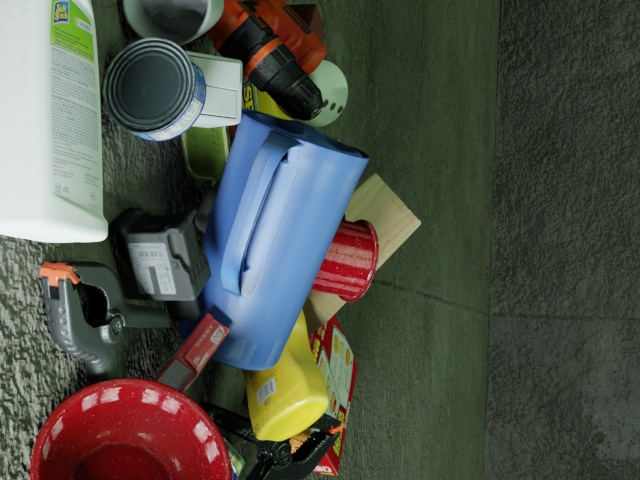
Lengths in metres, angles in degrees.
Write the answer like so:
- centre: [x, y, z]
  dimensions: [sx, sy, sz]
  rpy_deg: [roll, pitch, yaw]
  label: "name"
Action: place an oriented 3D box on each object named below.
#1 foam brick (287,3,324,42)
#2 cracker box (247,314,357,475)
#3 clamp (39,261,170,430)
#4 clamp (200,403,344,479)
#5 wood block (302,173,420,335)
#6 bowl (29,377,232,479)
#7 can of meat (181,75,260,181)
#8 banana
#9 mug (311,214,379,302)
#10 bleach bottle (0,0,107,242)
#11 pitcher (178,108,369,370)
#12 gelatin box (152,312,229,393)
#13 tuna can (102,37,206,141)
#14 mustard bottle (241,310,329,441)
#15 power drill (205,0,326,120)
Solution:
- centre: [-0.041, -0.241, 1.255]
  dimensions: [0.053, 0.078, 0.051]
  rpy_deg: [72, 25, -50]
  label: "foam brick"
- centre: [-0.018, 0.182, 1.364]
  dimensions: [0.213, 0.072, 0.164]
  rpy_deg: [67, 30, -53]
  label: "cracker box"
- centre: [-0.179, 0.067, 0.901]
  dimensions: [0.171, 0.039, 0.120]
  rpy_deg: [75, 26, -42]
  label: "clamp"
- centre: [-0.057, 0.228, 1.188]
  dimensions: [0.209, 0.036, 0.164]
  rpy_deg: [-23, 114, -40]
  label: "clamp"
- centre: [0.017, 0.020, 1.283]
  dimensions: [0.090, 0.091, 0.205]
  rpy_deg: [47, 52, -1]
  label: "wood block"
- centre: [-0.156, 0.195, 0.864]
  dimensions: [0.055, 0.162, 0.162]
  rpy_deg: [122, -13, -51]
  label: "bowl"
- centre: [-0.104, -0.119, 1.102]
  dimensions: [0.083, 0.057, 0.102]
  rpy_deg: [-48, 136, -61]
  label: "can of meat"
- centre: [-0.049, -0.148, 1.254]
  dimensions: [0.197, 0.070, 0.037]
  rpy_deg: [33, 36, -58]
  label: "banana"
- centre: [0.004, 0.004, 1.161]
  dimensions: [0.081, 0.093, 0.117]
  rpy_deg: [12, 62, -28]
  label: "mug"
- centre: [-0.200, -0.128, 0.793]
  dimensions: [0.102, 0.068, 0.251]
  rpy_deg: [21, 69, -71]
  label: "bleach bottle"
- centre: [-0.057, 0.001, 1.046]
  dimensions: [0.149, 0.145, 0.243]
  rpy_deg: [14, 102, -35]
  label: "pitcher"
- centre: [-0.129, 0.119, 0.994]
  dimensions: [0.089, 0.030, 0.073]
  rpy_deg: [-48, -176, 34]
  label: "gelatin box"
- centre: [-0.143, -0.131, 0.928]
  dimensions: [0.033, 0.086, 0.086]
  rpy_deg: [31, 62, -71]
  label: "tuna can"
- centre: [-0.052, 0.112, 1.153]
  dimensions: [0.058, 0.096, 0.192]
  rpy_deg: [11, 48, -38]
  label: "mustard bottle"
- centre: [-0.050, -0.205, 1.127]
  dimensions: [0.184, 0.057, 0.187]
  rpy_deg: [48, 16, 1]
  label: "power drill"
